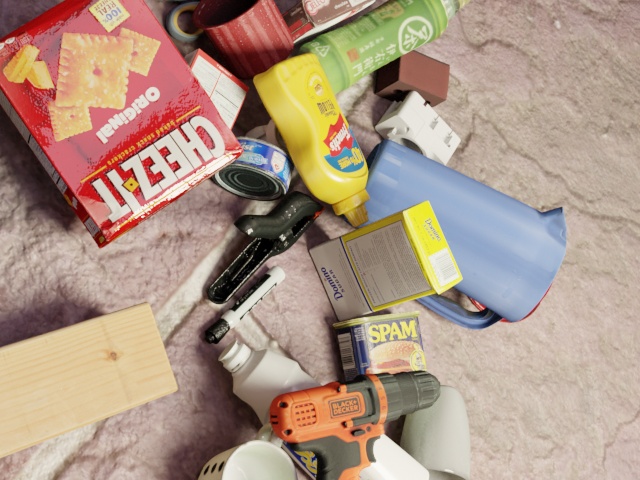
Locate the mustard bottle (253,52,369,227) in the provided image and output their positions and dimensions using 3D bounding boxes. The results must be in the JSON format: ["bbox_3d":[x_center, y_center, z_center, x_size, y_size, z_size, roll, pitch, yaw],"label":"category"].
[{"bbox_3d":[0.002,-0.103,1.144,0.096,0.058,0.191,-32,97,-59],"label":"mustard bottle"}]

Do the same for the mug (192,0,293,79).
[{"bbox_3d":[-0.082,-0.239,1.181,0.117,0.093,0.081,-96,160,-49],"label":"mug"}]

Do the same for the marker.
[{"bbox_3d":[-0.081,0.069,1.138,0.121,0.020,0.020,-44,103,-35],"label":"marker"}]

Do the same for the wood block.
[{"bbox_3d":[-0.247,0.132,0.962,0.205,0.090,0.091,-17,85,-36],"label":"wood block"}]

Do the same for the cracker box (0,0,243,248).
[{"bbox_3d":[-0.201,-0.126,1.024,0.164,0.072,0.213,-35,95,-17],"label":"cracker box"}]

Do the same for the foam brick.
[{"bbox_3d":[0.114,-0.200,1.330,0.078,0.053,0.051,16,68,-29],"label":"foam brick"}]

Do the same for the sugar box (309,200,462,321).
[{"bbox_3d":[0.067,0.025,1.154,0.048,0.177,0.093,-24,92,-35],"label":"sugar box"}]

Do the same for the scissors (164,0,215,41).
[{"bbox_3d":[-0.107,-0.272,1.221,0.201,0.016,0.096,-4,81,-35],"label":"scissors"}]

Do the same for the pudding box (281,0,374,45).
[{"bbox_3d":[-0.002,-0.265,1.245,0.113,0.090,0.039,-31,97,-37],"label":"pudding box"}]

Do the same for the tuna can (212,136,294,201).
[{"bbox_3d":[-0.073,-0.075,1.144,0.086,0.086,0.033,26,65,-26],"label":"tuna can"}]

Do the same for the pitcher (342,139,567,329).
[{"bbox_3d":[0.147,-0.008,1.234,0.242,0.145,0.149,28,74,-6],"label":"pitcher"}]

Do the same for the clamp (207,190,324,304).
[{"bbox_3d":[-0.057,0.001,1.142,0.039,0.120,0.171,44,34,13],"label":"clamp"}]

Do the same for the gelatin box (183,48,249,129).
[{"bbox_3d":[-0.124,-0.143,1.120,0.073,0.030,0.089,35,64,-30],"label":"gelatin box"}]

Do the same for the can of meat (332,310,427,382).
[{"bbox_3d":[0.070,0.127,1.203,0.101,0.058,0.084,-4,81,-36],"label":"can of meat"}]

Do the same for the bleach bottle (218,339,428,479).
[{"bbox_3d":[-0.008,0.197,1.114,0.250,0.103,0.068,42,46,-10],"label":"bleach bottle"}]

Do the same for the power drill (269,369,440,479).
[{"bbox_3d":[0.049,0.225,1.046,0.184,0.057,0.187,-7,82,-23],"label":"power drill"}]
